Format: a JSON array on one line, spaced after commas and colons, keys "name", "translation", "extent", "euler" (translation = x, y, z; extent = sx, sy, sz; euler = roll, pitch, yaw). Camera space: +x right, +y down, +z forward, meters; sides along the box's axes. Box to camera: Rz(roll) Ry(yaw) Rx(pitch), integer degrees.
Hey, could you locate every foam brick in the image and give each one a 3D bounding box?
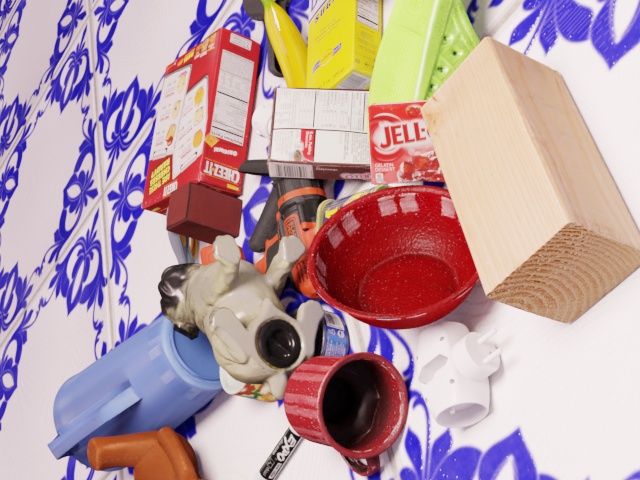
[{"name": "foam brick", "translation": [-0.143, -0.032, 1.316], "extent": [0.053, 0.078, 0.051], "euler": [-22, 56, 49]}]

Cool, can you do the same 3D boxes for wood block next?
[{"name": "wood block", "translation": [0.161, -0.049, 0.835], "extent": [0.091, 0.090, 0.206], "euler": [-48, 38, 34]}]

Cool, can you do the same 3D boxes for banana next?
[{"name": "banana", "translation": [-0.033, -0.200, 1.236], "extent": [0.037, 0.069, 0.198], "euler": [-33, 62, 26]}]

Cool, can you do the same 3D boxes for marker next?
[{"name": "marker", "translation": [-0.033, 0.205, 1.080], "extent": [0.121, 0.020, 0.020], "euler": [-58, 34, 22]}]

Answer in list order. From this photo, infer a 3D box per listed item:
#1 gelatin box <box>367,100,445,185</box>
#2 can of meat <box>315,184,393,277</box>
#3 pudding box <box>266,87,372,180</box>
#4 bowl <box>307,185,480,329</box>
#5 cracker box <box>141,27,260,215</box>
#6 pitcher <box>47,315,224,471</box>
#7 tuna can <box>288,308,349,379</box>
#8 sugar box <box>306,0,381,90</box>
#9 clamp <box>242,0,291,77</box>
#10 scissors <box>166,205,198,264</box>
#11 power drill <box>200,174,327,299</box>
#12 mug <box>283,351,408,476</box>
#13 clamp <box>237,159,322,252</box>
[{"name": "gelatin box", "translation": [0.088, -0.089, 0.957], "extent": [0.030, 0.089, 0.073], "euler": [-36, -56, -73]}, {"name": "can of meat", "translation": [0.041, 0.002, 1.030], "extent": [0.084, 0.057, 0.102], "euler": [-18, 61, 50]}, {"name": "pudding box", "translation": [0.004, -0.110, 1.097], "extent": [0.039, 0.113, 0.090], "euler": [88, -174, -67]}, {"name": "bowl", "translation": [0.072, 0.024, 0.925], "extent": [0.162, 0.055, 0.162], "euler": [-9, 43, 8]}, {"name": "cracker box", "translation": [-0.155, -0.149, 1.402], "extent": [0.164, 0.072, 0.213], "euler": [-18, 61, 54]}, {"name": "pitcher", "translation": [-0.210, 0.176, 1.259], "extent": [0.243, 0.144, 0.149], "euler": [-37, 40, 39]}, {"name": "tuna can", "translation": [-0.008, 0.110, 1.075], "extent": [0.086, 0.033, 0.086], "euler": [-32, 49, 47]}, {"name": "sugar box", "translation": [0.026, -0.235, 1.183], "extent": [0.094, 0.048, 0.176], "euler": [-32, 50, 47]}, {"name": "clamp", "translation": [-0.047, -0.320, 1.349], "extent": [0.165, 0.036, 0.210], "euler": [-56, 39, 22]}, {"name": "scissors", "translation": [-0.173, 0.041, 1.335], "extent": [0.016, 0.096, 0.201], "euler": [-9, 57, 12]}, {"name": "power drill", "translation": [-0.058, 0.001, 1.157], "extent": [0.188, 0.057, 0.184], "euler": [-36, 57, 43]}, {"name": "mug", "translation": [0.023, 0.157, 0.965], "extent": [0.082, 0.093, 0.117], "euler": [-7, 105, 61]}, {"name": "clamp", "translation": [-0.040, -0.061, 1.209], "extent": [0.172, 0.039, 0.120], "euler": [-29, 64, 50]}]
